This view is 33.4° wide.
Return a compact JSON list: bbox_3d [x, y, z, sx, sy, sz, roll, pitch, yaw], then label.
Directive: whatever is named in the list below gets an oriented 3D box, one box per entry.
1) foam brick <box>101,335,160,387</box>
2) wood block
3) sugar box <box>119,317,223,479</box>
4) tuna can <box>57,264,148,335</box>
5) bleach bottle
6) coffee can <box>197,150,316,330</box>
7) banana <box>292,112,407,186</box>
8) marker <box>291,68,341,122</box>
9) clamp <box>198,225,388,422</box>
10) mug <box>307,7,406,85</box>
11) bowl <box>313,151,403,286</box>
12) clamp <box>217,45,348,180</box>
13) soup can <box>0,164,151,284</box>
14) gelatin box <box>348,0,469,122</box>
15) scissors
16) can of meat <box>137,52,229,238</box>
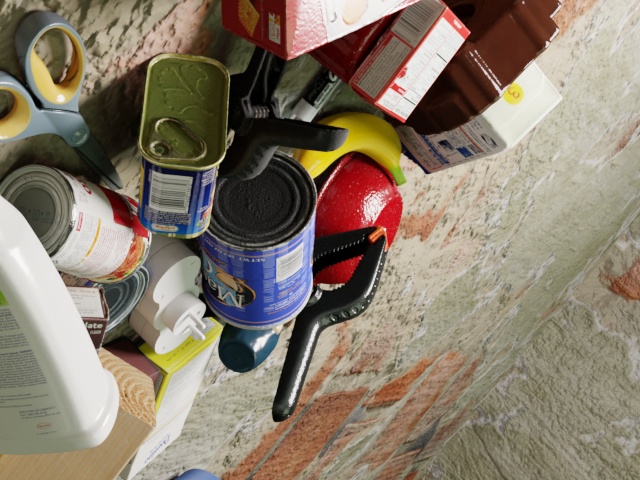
[{"bbox_3d":[-0.189,0.137,0.976,0.051,0.053,0.078,-27,149,-44],"label":"foam brick"},{"bbox_3d":[-0.233,0.189,0.884,0.206,0.090,0.090,-52,-159,9],"label":"wood block"},{"bbox_3d":[-0.160,0.153,1.062,0.093,0.048,0.176,-38,162,-49],"label":"sugar box"},{"bbox_3d":[-0.179,0.041,0.851,0.086,0.034,0.086,-40,158,-20],"label":"tuna can"},{"bbox_3d":[-0.201,0.028,0.652,0.102,0.068,0.251,-5,130,4],"label":"bleach bottle"},{"bbox_3d":[-0.056,0.001,0.927,0.102,0.103,0.140,-39,157,-23],"label":"coffee can"},{"bbox_3d":[0.029,-0.088,0.999,0.037,0.069,0.197,-23,169,33],"label":"banana"},{"bbox_3d":[0.019,-0.153,0.920,0.121,0.020,0.020,-52,159,9],"label":"marker"},{"bbox_3d":[-0.024,0.052,1.005,0.209,0.165,0.036,-44,151,-20],"label":"clamp"},{"bbox_3d":[0.018,-0.170,0.799,0.093,0.081,0.117,-51,159,9],"label":"mug"},{"bbox_3d":[0.040,-0.015,1.101,0.162,0.055,0.162,-51,156,-34],"label":"bowl"},{"bbox_3d":[-0.042,-0.086,0.775,0.039,0.120,0.172,1,150,-35],"label":"clamp"},{"bbox_3d":[-0.170,-0.009,0.733,0.068,0.068,0.102,-50,158,6],"label":"soup can"},{"bbox_3d":[0.066,-0.136,0.794,0.089,0.030,0.073,-53,160,10],"label":"gelatin box"},{"bbox_3d":[-0.178,-0.066,0.692,0.096,0.016,0.202,-37,157,-23],"label":"scissors"},{"bbox_3d":[-0.098,-0.064,0.742,0.057,0.102,0.084,6,143,-9],"label":"can of meat"}]
